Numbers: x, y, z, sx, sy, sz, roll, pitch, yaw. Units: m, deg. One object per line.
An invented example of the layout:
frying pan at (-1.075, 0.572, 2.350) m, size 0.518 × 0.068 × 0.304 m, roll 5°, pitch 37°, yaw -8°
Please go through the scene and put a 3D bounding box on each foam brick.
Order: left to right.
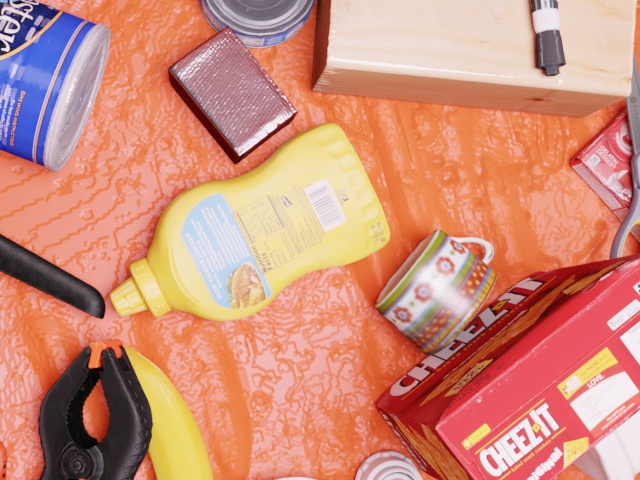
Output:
foam brick at (-0.062, -0.100, 0.741) m, size 0.051 × 0.053 × 0.078 m, roll -39°, pitch 93°, yaw -7°

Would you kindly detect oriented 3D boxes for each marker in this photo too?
marker at (0.145, -0.167, 0.694) m, size 0.020 × 0.020 × 0.121 m, roll -6°, pitch 87°, yaw -7°

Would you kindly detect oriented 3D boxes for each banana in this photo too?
banana at (-0.106, 0.169, 0.729) m, size 0.069 × 0.037 × 0.198 m, roll -3°, pitch 87°, yaw -7°

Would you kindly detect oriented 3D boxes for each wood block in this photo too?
wood block at (0.103, -0.145, 0.745) m, size 0.206 × 0.091 × 0.090 m, roll 5°, pitch 86°, yaw -7°

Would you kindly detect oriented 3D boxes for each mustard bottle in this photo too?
mustard bottle at (-0.055, 0.001, 0.733) m, size 0.191 × 0.058 × 0.096 m, roll -27°, pitch 102°, yaw -8°

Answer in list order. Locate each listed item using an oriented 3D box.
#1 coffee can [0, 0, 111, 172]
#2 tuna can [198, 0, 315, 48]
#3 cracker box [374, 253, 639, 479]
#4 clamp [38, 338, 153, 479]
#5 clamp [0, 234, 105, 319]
coffee can at (-0.221, -0.117, 0.697) m, size 0.140 × 0.103 × 0.103 m, roll 21°, pitch 85°, yaw -5°
tuna can at (-0.044, -0.182, 0.757) m, size 0.086 × 0.034 × 0.086 m, roll 0°, pitch 87°, yaw -7°
cracker box at (0.129, 0.083, 0.674) m, size 0.164 × 0.214 × 0.072 m, roll -37°, pitch 90°, yaw -8°
clamp at (-0.163, 0.151, 0.710) m, size 0.120 × 0.039 × 0.171 m, roll -1°, pitch 86°, yaw 8°
clamp at (-0.267, 0.007, 0.718) m, size 0.164 × 0.036 × 0.210 m, roll -34°, pitch 89°, yaw -8°
